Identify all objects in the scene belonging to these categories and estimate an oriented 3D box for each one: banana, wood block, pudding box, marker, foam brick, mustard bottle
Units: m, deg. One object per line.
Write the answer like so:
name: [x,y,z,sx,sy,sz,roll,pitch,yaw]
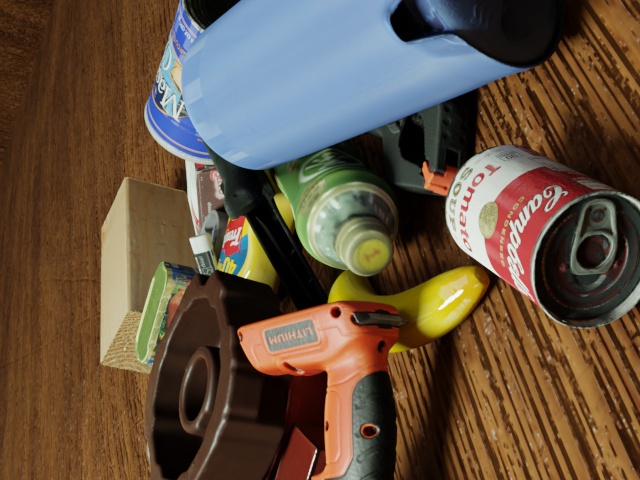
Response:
banana: [0.046,0.041,0.709,0.198,0.037,0.069,11,88,67]
wood block: [-0.187,0.039,1.179,0.091,0.090,0.206,-59,28,36]
pudding box: [-0.111,-0.055,1.063,0.090,0.039,0.113,-109,16,-45]
marker: [-0.094,0.053,0.982,0.020,0.020,0.121,-1,107,67]
foam brick: [0.001,0.171,0.726,0.053,0.051,0.078,-148,73,-67]
mustard bottle: [-0.057,0.001,0.940,0.096,0.058,0.191,-159,82,-68]

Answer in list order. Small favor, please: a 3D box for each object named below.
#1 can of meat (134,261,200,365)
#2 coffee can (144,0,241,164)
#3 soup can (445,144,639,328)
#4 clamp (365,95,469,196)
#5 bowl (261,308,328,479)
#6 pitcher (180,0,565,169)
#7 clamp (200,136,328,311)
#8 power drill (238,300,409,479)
can of meat: [-0.123,0.076,1.020,0.057,0.083,0.102,38,112,65]
coffee can: [-0.091,-0.152,0.951,0.140,0.102,0.103,119,153,-45]
soup can: [0.114,-0.006,0.541,0.102,0.068,0.068,-134,60,-64]
clamp: [0.068,-0.097,0.733,0.171,0.039,0.120,-118,41,-52]
bowl: [-0.033,0.128,0.821,0.162,0.055,0.162,-44,40,52]
pitcher: [0.026,-0.134,0.677,0.243,0.149,0.145,-21,66,46]
clamp: [-0.051,-0.030,0.833,0.036,0.164,0.210,-29,40,1]
power drill: [-0.002,0.139,0.652,0.185,0.057,0.187,-18,74,37]
